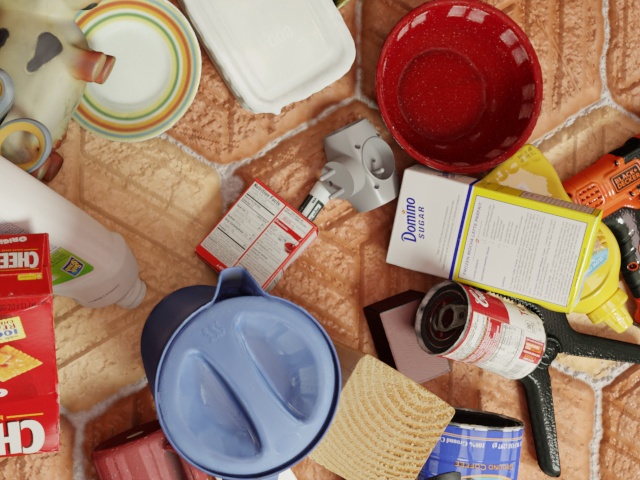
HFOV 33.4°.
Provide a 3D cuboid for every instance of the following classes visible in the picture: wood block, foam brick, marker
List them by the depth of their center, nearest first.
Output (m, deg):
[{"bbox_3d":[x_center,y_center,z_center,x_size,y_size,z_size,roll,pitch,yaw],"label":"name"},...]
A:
[{"bbox_3d":[0.019,0.140,0.900,0.090,0.206,0.091,33,84,-14],"label":"wood block"},{"bbox_3d":[-0.029,-0.001,0.979,0.020,0.020,0.121,37,83,-13],"label":"marker"},{"bbox_3d":[0.081,0.092,0.994,0.051,0.053,0.078,-19,97,-14],"label":"foam brick"}]

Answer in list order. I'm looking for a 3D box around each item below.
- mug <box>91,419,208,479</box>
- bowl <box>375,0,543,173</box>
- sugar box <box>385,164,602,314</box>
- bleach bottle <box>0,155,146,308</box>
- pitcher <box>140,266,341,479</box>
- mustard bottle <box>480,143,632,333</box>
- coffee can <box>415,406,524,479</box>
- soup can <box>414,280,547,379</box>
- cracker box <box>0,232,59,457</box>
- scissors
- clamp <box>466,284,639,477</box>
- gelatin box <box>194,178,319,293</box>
[{"bbox_3d":[-0.139,0.202,0.912,0.093,0.117,0.081,-22,93,-44],"label":"mug"},{"bbox_3d":[0.121,-0.140,0.991,0.162,0.055,0.162,0,88,-13],"label":"bowl"},{"bbox_3d":[0.154,-0.004,0.961,0.176,0.048,0.093,17,107,20],"label":"sugar box"},{"bbox_3d":[-0.239,-0.002,0.856,0.250,0.103,0.068,38,36,-47],"label":"bleach bottle"},{"bbox_3d":[-0.078,0.108,0.854,0.145,0.243,0.149,38,83,-13],"label":"pitcher"},{"bbox_3d":[0.221,0.009,0.997,0.096,0.058,0.191,-41,85,5],"label":"mustard bottle"},{"bbox_3d":[0.129,0.231,0.986,0.102,0.103,0.140,6,90,-15],"label":"coffee can"},{"bbox_3d":[0.145,0.082,0.957,0.102,0.069,0.068,21,87,-32],"label":"soup can"},{"bbox_3d":[-0.287,0.092,0.823,0.164,0.072,0.214,-3,138,-14],"label":"cracker box"},{"bbox_3d":[-0.287,-0.046,0.861,0.096,0.016,0.202,33,113,-3],"label":"scissors"},{"bbox_3d":[0.225,0.103,1.040,0.164,0.036,0.210,-39,98,-9],"label":"clamp"},{"bbox_3d":[-0.056,0.001,0.954,0.073,0.030,0.089,38,81,12],"label":"gelatin box"}]
